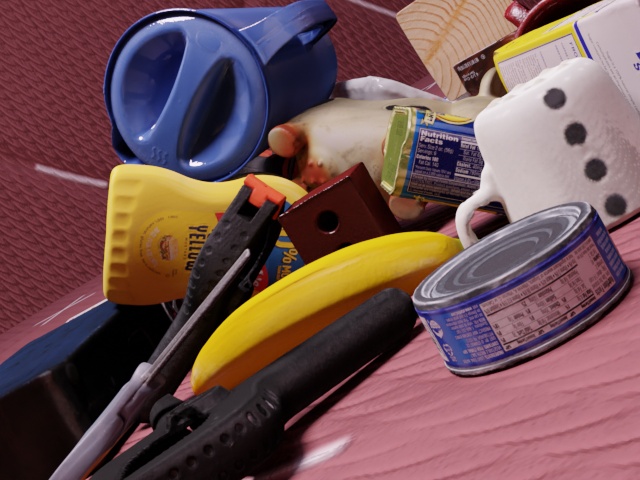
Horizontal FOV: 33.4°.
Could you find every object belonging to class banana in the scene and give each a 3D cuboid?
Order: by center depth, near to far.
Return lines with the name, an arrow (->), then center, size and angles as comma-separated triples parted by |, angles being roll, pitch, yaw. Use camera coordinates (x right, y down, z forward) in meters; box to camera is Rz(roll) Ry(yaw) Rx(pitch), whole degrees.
banana -> -0.002, 0.041, 0.588 | 0.198, 0.037, 0.069 | -26, -36, 18

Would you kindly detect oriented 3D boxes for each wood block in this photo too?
wood block -> 0.131, -0.196, 0.992 | 0.091, 0.090, 0.206 | -33, 6, 11

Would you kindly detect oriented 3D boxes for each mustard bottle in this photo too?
mustard bottle -> -0.055, 0.001, 0.756 | 0.191, 0.096, 0.058 | 4, 15, -11

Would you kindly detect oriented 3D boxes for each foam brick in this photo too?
foam brick -> 0.020, 0.002, 0.637 | 0.053, 0.078, 0.051 | -30, 7, 16

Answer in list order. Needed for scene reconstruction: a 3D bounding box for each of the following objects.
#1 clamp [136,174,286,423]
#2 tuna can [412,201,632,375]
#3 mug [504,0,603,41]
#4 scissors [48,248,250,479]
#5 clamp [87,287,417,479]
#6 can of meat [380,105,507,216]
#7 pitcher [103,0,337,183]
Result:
clamp -> -0.062, 0.031, 0.687 | 0.172, 0.039, 0.120 | -59, -3, 22
tuna can -> 0.082, 0.018, 0.441 | 0.086, 0.034, 0.086 | -30, 7, 4
mug -> 0.181, -0.133, 0.756 | 0.093, 0.117, 0.081 | -60, -21, 19
scissors -> -0.090, 0.074, 0.549 | 0.202, 0.016, 0.096 | -50, 1, 11
clamp -> -0.055, 0.090, 0.487 | 0.165, 0.036, 0.209 | -28, 3, 29
can of meat -> 0.083, -0.047, 0.637 | 0.084, 0.057, 0.102 | 10, 7, -3
pitcher -> -0.059, -0.139, 0.888 | 0.149, 0.145, 0.242 | 11, 19, 14
